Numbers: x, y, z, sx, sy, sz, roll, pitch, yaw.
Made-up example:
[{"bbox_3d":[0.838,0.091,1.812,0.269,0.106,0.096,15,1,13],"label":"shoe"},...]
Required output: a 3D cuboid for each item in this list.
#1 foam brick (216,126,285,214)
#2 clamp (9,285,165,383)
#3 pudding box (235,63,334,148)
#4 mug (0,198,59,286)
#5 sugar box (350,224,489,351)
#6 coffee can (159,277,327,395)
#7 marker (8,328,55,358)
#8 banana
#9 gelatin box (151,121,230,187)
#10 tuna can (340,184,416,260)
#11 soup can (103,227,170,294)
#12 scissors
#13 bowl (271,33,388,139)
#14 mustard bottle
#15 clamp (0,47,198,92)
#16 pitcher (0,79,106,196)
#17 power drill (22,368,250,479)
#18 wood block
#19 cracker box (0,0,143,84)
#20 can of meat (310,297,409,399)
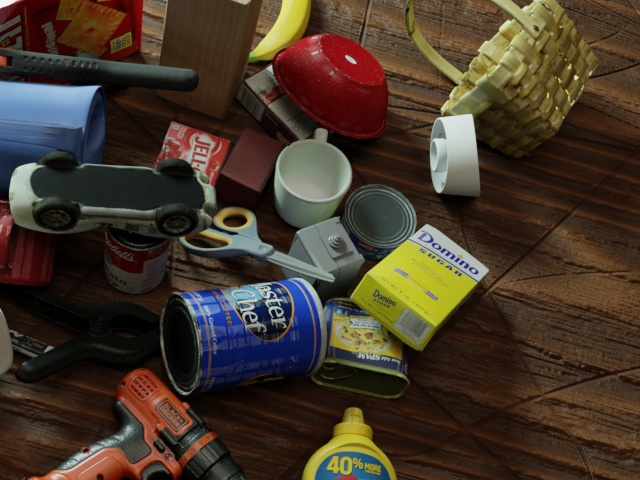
[{"bbox_3d":[-0.081,-0.079,1.226,0.051,0.053,0.078,24,56,1],"label":"foam brick"},{"bbox_3d":[-0.232,0.101,1.079,0.171,0.039,0.120,7,48,-14],"label":"clamp"},{"bbox_3d":[-0.032,-0.166,1.297,0.089,0.039,0.113,-35,76,-31],"label":"pudding box"},{"bbox_3d":[-0.309,0.002,1.079,0.093,0.117,0.081,9,91,-6],"label":"mug"},{"bbox_3d":[0.112,0.046,1.158,0.093,0.048,0.176,38,33,10],"label":"sugar box"},{"bbox_3d":[-0.078,0.095,1.078,0.140,0.103,0.103,-5,61,-29],"label":"coffee can"},{"bbox_3d":[-0.321,0.097,1.084,0.121,0.020,0.020,23,57,1],"label":"marker"},{"bbox_3d":[-0.046,-0.299,1.372,0.069,0.037,0.197,19,58,-3],"label":"banana"},{"bbox_3d":[-0.151,-0.087,1.226,0.073,0.030,0.089,19,58,-2],"label":"gelatin box"},{"bbox_3d":[0.066,-0.020,1.236,0.086,0.034,0.086,6,59,-10],"label":"tuna can"},{"bbox_3d":[-0.192,0.005,1.119,0.068,0.102,0.068,6,59,-10],"label":"soup can"},{"bbox_3d":[-0.058,0.001,1.156,0.202,0.016,0.096,9,39,24],"label":"scissors"},{"bbox_3d":[0.024,-0.196,1.272,0.162,0.055,0.162,23,36,-19],"label":"bowl"},{"bbox_3d":[0.028,0.256,1.050,0.096,0.058,0.191,10,58,-9],"label":"mustard bottle"},{"bbox_3d":[-0.260,-0.189,1.181,0.209,0.165,0.036,1,99,-29],"label":"clamp"},{"bbox_3d":[-0.353,-0.112,1.123,0.242,0.149,0.145,6,46,-3],"label":"pitcher"},{"bbox_3d":[-0.177,0.235,1.016,0.184,0.057,0.187,43,57,17],"label":"power drill"},{"bbox_3d":[-0.124,-0.244,1.221,0.090,0.206,0.090,21,57,-1],"label":"wood block"},{"bbox_3d":[-0.304,-0.250,1.208,0.213,0.164,0.072,-30,69,-27],"label":"cracker box"},{"bbox_3d":[0.045,0.113,1.139,0.102,0.057,0.084,12,56,-7],"label":"can of meat"}]
